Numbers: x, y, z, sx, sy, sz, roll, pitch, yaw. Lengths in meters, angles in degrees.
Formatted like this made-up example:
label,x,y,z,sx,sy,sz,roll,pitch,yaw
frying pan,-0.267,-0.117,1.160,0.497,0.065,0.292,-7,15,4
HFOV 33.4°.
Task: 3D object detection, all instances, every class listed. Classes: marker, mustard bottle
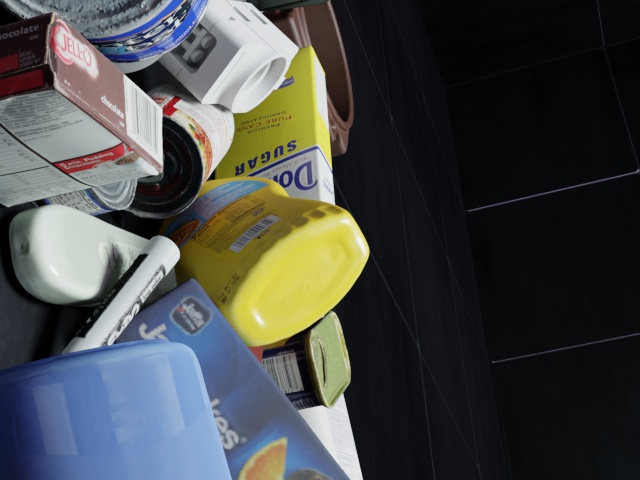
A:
label,x,y,z,sx,sy,sz,roll,pitch,yaw
marker,-0.110,0.042,0.547,0.121,0.020,0.020,-57,137,-41
mustard bottle,-0.054,0.001,0.680,0.058,0.096,0.192,58,-16,-28

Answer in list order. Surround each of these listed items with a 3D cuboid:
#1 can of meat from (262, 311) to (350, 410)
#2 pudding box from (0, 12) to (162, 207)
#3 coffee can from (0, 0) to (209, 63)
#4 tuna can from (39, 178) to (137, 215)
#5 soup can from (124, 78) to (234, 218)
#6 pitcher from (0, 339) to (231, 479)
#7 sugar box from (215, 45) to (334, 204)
label,x,y,z,sx,sy,sz,roll,pitch,yaw
can of meat,-0.031,0.094,0.781,0.102,0.084,0.057,-33,110,-76
pudding box,-0.132,-0.054,0.479,0.113,0.090,0.039,46,35,-67
coffee can,-0.107,-0.145,0.527,0.140,0.103,0.103,-121,-163,-84
tuna can,-0.135,-0.055,0.592,0.086,0.034,0.086,-13,90,-77
soup can,-0.097,-0.063,0.688,0.102,0.068,0.068,-72,146,-68
pitcher,-0.068,0.167,0.434,0.149,0.145,0.243,20,55,-75
sugar box,-0.040,-0.076,0.890,0.048,0.093,0.176,60,21,-50
